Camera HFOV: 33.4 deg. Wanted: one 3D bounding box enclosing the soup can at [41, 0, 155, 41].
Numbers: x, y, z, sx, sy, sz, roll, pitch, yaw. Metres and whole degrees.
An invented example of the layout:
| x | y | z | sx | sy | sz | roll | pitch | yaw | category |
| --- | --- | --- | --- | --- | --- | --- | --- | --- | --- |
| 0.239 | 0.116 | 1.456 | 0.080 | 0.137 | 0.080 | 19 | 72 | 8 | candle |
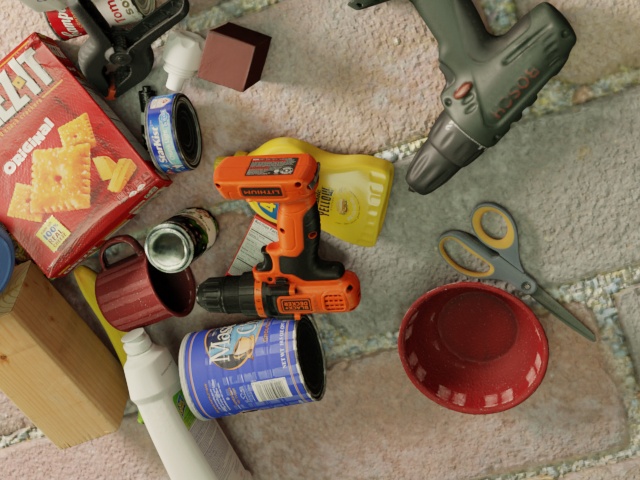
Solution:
| x | y | z | sx | sy | sz | roll | pitch | yaw | category |
| --- | --- | --- | --- | --- | --- | --- | --- | --- | --- |
| -0.234 | -0.255 | 1.125 | 0.102 | 0.068 | 0.068 | -11 | 106 | 15 | soup can |

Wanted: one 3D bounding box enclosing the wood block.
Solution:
| x | y | z | sx | sy | sz | roll | pitch | yaw | category |
| --- | --- | --- | --- | --- | --- | --- | --- | --- | --- |
| -0.317 | 0.136 | 1.229 | 0.091 | 0.090 | 0.206 | -20 | 125 | 19 | wood block |

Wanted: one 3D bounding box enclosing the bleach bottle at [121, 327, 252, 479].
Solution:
| x | y | z | sx | sy | sz | roll | pitch | yaw | category |
| --- | --- | --- | --- | --- | --- | --- | --- | --- | --- |
| -0.161 | 0.210 | 1.235 | 0.068 | 0.102 | 0.251 | -18 | 110 | 15 | bleach bottle |

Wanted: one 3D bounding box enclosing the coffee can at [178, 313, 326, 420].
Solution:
| x | y | z | sx | sy | sz | roll | pitch | yaw | category |
| --- | --- | --- | --- | --- | --- | --- | --- | --- | --- |
| -0.075 | 0.142 | 1.207 | 0.140 | 0.102 | 0.103 | -12 | 105 | 16 | coffee can |

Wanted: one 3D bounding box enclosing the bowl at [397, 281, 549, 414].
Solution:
| x | y | z | sx | sy | sz | roll | pitch | yaw | category |
| --- | --- | --- | --- | --- | --- | --- | --- | --- | --- |
| 0.168 | 0.107 | 1.162 | 0.162 | 0.055 | 0.162 | 6 | 115 | 14 | bowl |

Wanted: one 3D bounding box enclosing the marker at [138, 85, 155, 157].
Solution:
| x | y | z | sx | sy | sz | roll | pitch | yaw | category |
| --- | --- | --- | --- | --- | --- | --- | --- | --- | --- |
| -0.190 | -0.112 | 1.190 | 0.020 | 0.020 | 0.121 | 3 | 109 | 11 | marker |

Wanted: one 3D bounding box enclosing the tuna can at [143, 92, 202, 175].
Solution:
| x | y | z | sx | sy | sz | roll | pitch | yaw | category |
| --- | --- | --- | --- | --- | --- | --- | --- | --- | --- |
| -0.157 | -0.115 | 1.146 | 0.034 | 0.086 | 0.086 | -8 | 107 | 13 | tuna can |

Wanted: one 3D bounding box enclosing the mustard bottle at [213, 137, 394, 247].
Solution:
| x | y | z | sx | sy | sz | roll | pitch | yaw | category |
| --- | --- | --- | --- | --- | --- | --- | --- | --- | --- |
| -0.022 | -0.060 | 1.150 | 0.192 | 0.058 | 0.096 | 15 | 121 | 8 | mustard bottle |

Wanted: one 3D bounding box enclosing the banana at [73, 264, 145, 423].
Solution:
| x | y | z | sx | sy | sz | roll | pitch | yaw | category |
| --- | --- | --- | --- | --- | --- | --- | --- | --- | --- |
| -0.232 | 0.114 | 1.251 | 0.037 | 0.069 | 0.198 | -24 | 96 | 1 | banana |

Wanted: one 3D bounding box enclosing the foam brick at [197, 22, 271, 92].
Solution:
| x | y | z | sx | sy | sz | roll | pitch | yaw | category |
| --- | --- | --- | --- | --- | --- | --- | --- | --- | --- |
| -0.089 | -0.191 | 1.110 | 0.053 | 0.078 | 0.051 | 20 | 110 | 5 | foam brick |

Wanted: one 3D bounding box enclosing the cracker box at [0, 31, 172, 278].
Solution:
| x | y | z | sx | sy | sz | roll | pitch | yaw | category |
| --- | --- | --- | --- | --- | --- | --- | --- | --- | --- |
| -0.293 | -0.091 | 1.156 | 0.164 | 0.072 | 0.214 | -40 | 89 | 3 | cracker box |

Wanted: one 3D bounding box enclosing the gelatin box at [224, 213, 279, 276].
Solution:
| x | y | z | sx | sy | sz | roll | pitch | yaw | category |
| --- | --- | --- | --- | --- | --- | --- | --- | --- | --- |
| -0.056 | 0.020 | 1.200 | 0.073 | 0.030 | 0.089 | 29 | 112 | 3 | gelatin box |

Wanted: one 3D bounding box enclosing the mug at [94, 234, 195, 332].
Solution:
| x | y | z | sx | sy | sz | roll | pitch | yaw | category |
| --- | --- | --- | --- | --- | --- | --- | --- | --- | --- |
| -0.207 | 0.046 | 1.209 | 0.082 | 0.093 | 0.117 | -21 | 115 | 23 | mug |

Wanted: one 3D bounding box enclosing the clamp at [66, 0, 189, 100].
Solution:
| x | y | z | sx | sy | sz | roll | pitch | yaw | category |
| --- | --- | --- | --- | --- | --- | --- | --- | --- | --- |
| -0.199 | -0.206 | 1.111 | 0.120 | 0.039 | 0.172 | 3 | 155 | -8 | clamp |

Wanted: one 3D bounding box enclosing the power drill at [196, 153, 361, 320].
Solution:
| x | y | z | sx | sy | sz | roll | pitch | yaw | category |
| --- | --- | --- | --- | --- | --- | --- | --- | --- | --- |
| -0.057 | 0.001 | 1.126 | 0.184 | 0.057 | 0.187 | -3 | 125 | 11 | power drill |

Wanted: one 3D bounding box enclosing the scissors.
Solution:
| x | y | z | sx | sy | sz | roll | pitch | yaw | category |
| --- | --- | --- | --- | --- | --- | --- | --- | --- | --- |
| 0.225 | 0.029 | 1.148 | 0.202 | 0.016 | 0.096 | 25 | 112 | 3 | scissors |
